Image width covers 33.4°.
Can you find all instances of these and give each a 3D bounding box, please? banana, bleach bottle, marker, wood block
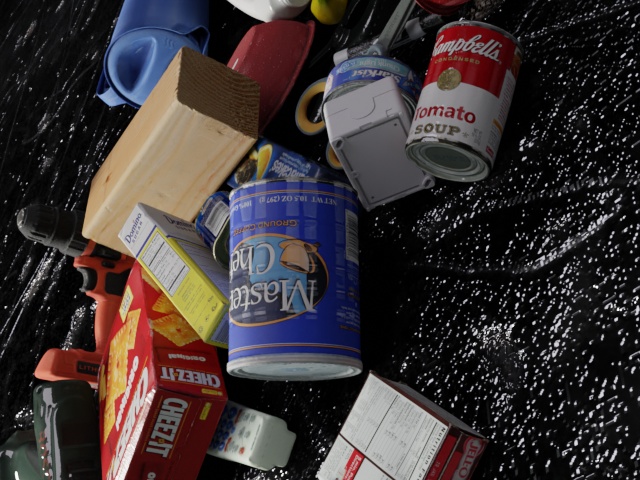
[{"bbox_3d":[0.016,-0.279,1.124,0.197,0.037,0.070,-82,7,-50],"label":"banana"},{"bbox_3d":[-0.054,-0.304,1.228,0.102,0.068,0.251,-62,23,8],"label":"bleach bottle"},{"bbox_3d":[0.065,-0.182,0.962,0.121,0.020,0.020,-19,48,33],"label":"marker"},{"bbox_3d":[-0.151,-0.081,1.072,0.206,0.090,0.091,-47,30,36],"label":"wood block"}]

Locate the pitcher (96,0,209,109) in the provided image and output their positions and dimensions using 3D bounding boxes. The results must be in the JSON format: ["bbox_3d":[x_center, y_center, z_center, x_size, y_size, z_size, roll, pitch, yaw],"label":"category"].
[{"bbox_3d":[-0.220,-0.289,1.450,0.243,0.149,0.145,-91,7,-47],"label":"pitcher"}]

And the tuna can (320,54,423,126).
[{"bbox_3d":[0.045,-0.117,0.901,0.086,0.086,0.033,-31,40,45],"label":"tuna can"}]

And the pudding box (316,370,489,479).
[{"bbox_3d":[0.052,0.147,0.711,0.090,0.039,0.114,-62,30,0],"label":"pudding box"}]

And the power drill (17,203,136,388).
[{"bbox_3d":[-0.256,0.063,1.167,0.057,0.184,0.187,-13,65,56],"label":"power drill"}]

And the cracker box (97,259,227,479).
[{"bbox_3d":[-0.154,0.139,0.981,0.214,0.072,0.164,-113,39,-58],"label":"cracker box"}]

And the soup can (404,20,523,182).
[{"bbox_3d":[0.108,-0.103,0.802,0.069,0.068,0.102,-10,58,56],"label":"soup can"}]

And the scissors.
[{"bbox_3d":[0.034,-0.164,0.962,0.096,0.016,0.202,25,104,33],"label":"scissors"}]

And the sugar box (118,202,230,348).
[{"bbox_3d":[-0.103,0.036,0.958,0.176,0.093,0.048,40,102,44],"label":"sugar box"}]

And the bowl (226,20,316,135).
[{"bbox_3d":[-0.069,-0.177,1.143,0.162,0.055,0.162,-55,18,26],"label":"bowl"}]

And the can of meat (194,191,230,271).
[{"bbox_3d":[-0.056,0.001,0.953,0.057,0.102,0.084,-61,26,4],"label":"can of meat"}]

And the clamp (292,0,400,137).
[{"bbox_3d":[0.025,-0.191,1.052,0.171,0.039,0.120,-57,31,11],"label":"clamp"}]

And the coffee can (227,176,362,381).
[{"bbox_3d":[-0.020,0.032,0.824,0.103,0.102,0.140,-20,66,52],"label":"coffee can"}]
